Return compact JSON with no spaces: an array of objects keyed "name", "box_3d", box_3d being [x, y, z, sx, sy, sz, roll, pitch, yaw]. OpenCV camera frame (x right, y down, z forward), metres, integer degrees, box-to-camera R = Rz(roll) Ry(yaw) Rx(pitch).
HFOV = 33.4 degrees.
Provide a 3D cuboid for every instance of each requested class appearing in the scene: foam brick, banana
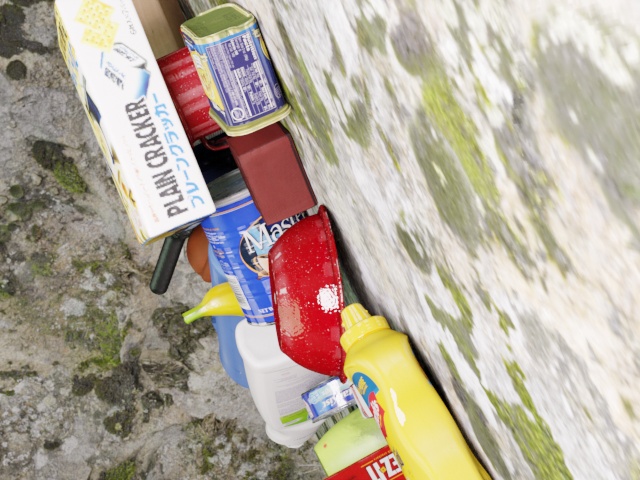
[{"name":"foam brick","box_3d":[-0.045,-0.063,0.976,0.078,0.051,0.053,68,173,-28]},{"name":"banana","box_3d":[-0.060,0.086,1.184,0.197,0.070,0.037,26,-150,-38]}]

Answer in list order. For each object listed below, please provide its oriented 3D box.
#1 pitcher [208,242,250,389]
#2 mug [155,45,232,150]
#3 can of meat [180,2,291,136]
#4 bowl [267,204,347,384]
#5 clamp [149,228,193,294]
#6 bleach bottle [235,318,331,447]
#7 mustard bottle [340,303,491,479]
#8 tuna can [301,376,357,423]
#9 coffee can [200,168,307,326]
[{"name":"pitcher","box_3d":[-0.060,0.076,1.295,0.243,0.149,0.145,87,167,-55]},{"name":"mug","box_3d":[-0.099,-0.134,0.990,0.093,0.081,0.117,56,169,49]},{"name":"can of meat","box_3d":[-0.072,-0.143,0.878,0.102,0.057,0.084,-132,20,-63]},{"name":"bowl","box_3d":[-0.014,0.051,0.952,0.162,0.055,0.162,173,90,-84]},{"name":"clamp","box_3d":[-0.178,-0.042,1.391,0.210,0.036,0.164,124,158,-54]},{"name":"bleach bottle","box_3d":[-0.038,0.169,1.204,0.251,0.102,0.068,92,156,-53]},{"name":"mustard bottle","box_3d":[0.067,0.131,0.828,0.192,0.058,0.096,61,172,25]},{"name":"tuna can","box_3d":[0.023,0.160,1.128,0.086,0.086,0.034,98,147,-78]},{"name":"coffee can","box_3d":[-0.057,0.001,1.082,0.140,0.102,0.103,66,173,-17]}]
